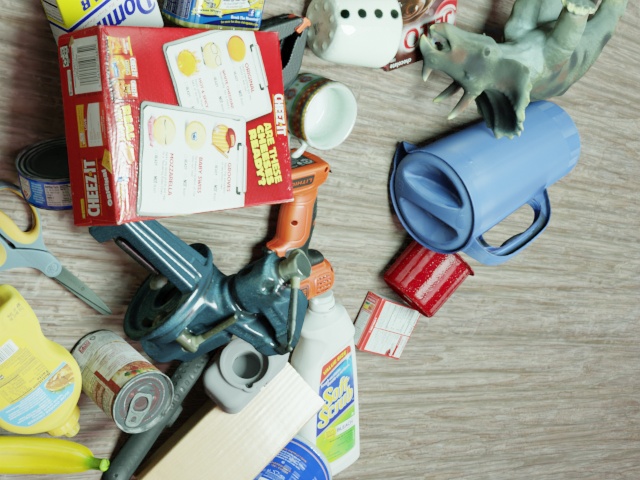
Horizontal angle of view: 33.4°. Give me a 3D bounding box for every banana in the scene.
[{"bbox_3d":[-0.310,0.209,1.045,0.197,0.070,0.037,4,73,-19],"label":"banana"}]

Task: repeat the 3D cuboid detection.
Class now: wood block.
[{"bbox_3d":[-0.104,0.225,1.212,0.206,0.090,0.091,-44,95,-15],"label":"wood block"}]

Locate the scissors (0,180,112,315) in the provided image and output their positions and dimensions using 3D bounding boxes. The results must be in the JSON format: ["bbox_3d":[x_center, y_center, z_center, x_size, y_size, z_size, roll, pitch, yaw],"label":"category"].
[{"bbox_3d":[-0.278,0.031,1.018,0.096,0.016,0.201,-37,132,-18],"label":"scissors"}]

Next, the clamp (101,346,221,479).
[{"bbox_3d":[-0.175,0.189,1.158,0.209,0.036,0.165,-57,-178,-25],"label":"clamp"}]

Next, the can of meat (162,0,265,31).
[{"bbox_3d":[-0.095,-0.244,1.005,0.101,0.058,0.084,-5,117,-41],"label":"can of meat"}]

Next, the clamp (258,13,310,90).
[{"bbox_3d":[-0.077,-0.166,1.080,0.120,0.039,0.171,34,83,-52],"label":"clamp"}]

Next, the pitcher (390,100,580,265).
[{"bbox_3d":[0.218,-0.080,1.323,0.242,0.145,0.149,-28,119,-35],"label":"pitcher"}]

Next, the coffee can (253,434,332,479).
[{"bbox_3d":[-0.061,0.311,1.270,0.140,0.103,0.103,-49,143,-48],"label":"coffee can"}]

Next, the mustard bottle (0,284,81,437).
[{"bbox_3d":[-0.287,0.133,1.036,0.096,0.058,0.191,-39,134,-13],"label":"mustard bottle"}]

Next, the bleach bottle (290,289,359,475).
[{"bbox_3d":[-0.002,0.176,1.323,0.102,0.068,0.251,-22,124,-33],"label":"bleach bottle"}]

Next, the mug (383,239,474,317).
[{"bbox_3d":[0.135,0.045,1.367,0.081,0.093,0.117,-49,172,-4],"label":"mug"}]

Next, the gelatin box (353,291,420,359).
[{"bbox_3d":[0.083,0.111,1.388,0.089,0.030,0.073,19,98,-47],"label":"gelatin box"}]

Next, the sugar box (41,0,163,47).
[{"bbox_3d":[-0.202,-0.243,0.915,0.093,0.048,0.176,-35,131,-24],"label":"sugar box"}]

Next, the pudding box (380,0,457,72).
[{"bbox_3d":[0.104,-0.248,1.199,0.113,0.039,0.090,-23,127,-32],"label":"pudding box"}]

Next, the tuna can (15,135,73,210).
[{"bbox_3d":[-0.229,-0.061,0.962,0.086,0.086,0.034,-24,129,-32],"label":"tuna can"}]

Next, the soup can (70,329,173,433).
[{"bbox_3d":[-0.205,0.141,1.084,0.068,0.102,0.068,-20,124,-33],"label":"soup can"}]

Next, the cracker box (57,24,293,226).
[{"bbox_3d":[-0.125,-0.104,0.955,0.213,0.072,0.164,-11,98,-49],"label":"cracker box"}]

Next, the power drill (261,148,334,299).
[{"bbox_3d":[-0.058,0.001,1.178,0.184,0.057,0.188,-21,128,-38],"label":"power drill"}]
